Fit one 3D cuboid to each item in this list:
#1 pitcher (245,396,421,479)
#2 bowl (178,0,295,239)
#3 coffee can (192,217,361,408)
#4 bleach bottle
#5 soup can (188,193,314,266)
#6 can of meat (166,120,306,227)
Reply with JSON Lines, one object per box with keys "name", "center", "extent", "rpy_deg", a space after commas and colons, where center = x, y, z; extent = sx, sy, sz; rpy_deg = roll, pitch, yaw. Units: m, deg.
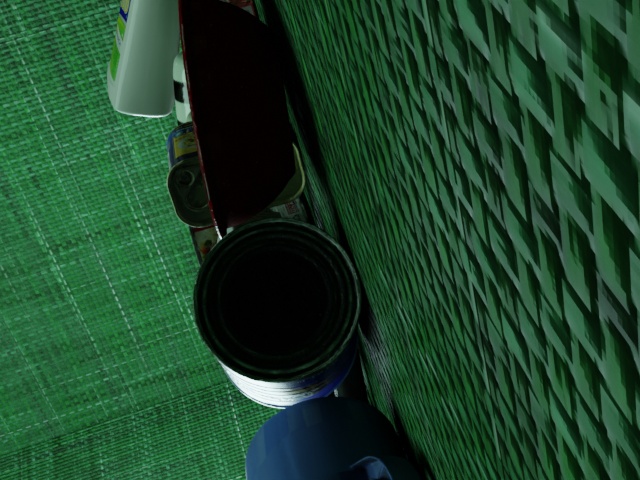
{"name": "pitcher", "center": [0.024, 0.202, 0.641], "extent": [0.145, 0.149, 0.243], "rpy_deg": [52, -168, -34]}
{"name": "bowl", "center": [-0.049, -0.083, 0.675], "extent": [0.162, 0.055, 0.162], "rpy_deg": [171, 90, -88]}
{"name": "coffee can", "center": [-0.025, 0.053, 0.707], "extent": [0.140, 0.102, 0.103], "rpy_deg": [86, 165, -75]}
{"name": "bleach bottle", "center": [-0.153, -0.245, 0.994], "extent": [0.102, 0.068, 0.251], "rpy_deg": [-105, 24, -50]}
{"name": "soup can", "center": [-0.056, 0.001, 0.922], "extent": [0.068, 0.102, 0.068], "rpy_deg": [162, 90, -86]}
{"name": "can of meat", "center": [-0.069, -0.062, 0.828], "extent": [0.084, 0.102, 0.057], "rpy_deg": [-110, 4, -60]}
